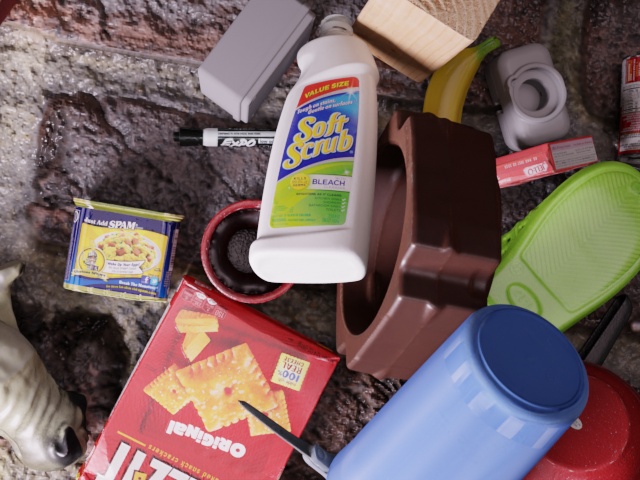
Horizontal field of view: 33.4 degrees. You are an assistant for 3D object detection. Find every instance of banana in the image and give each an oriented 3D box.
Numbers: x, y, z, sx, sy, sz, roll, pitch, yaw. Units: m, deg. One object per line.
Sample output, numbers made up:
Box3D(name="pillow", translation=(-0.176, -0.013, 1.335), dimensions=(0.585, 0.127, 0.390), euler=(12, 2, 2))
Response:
Box3D(name="banana", translation=(0.128, -0.098, 1.026), dimensions=(0.037, 0.070, 0.198), euler=(-1, 97, -46))

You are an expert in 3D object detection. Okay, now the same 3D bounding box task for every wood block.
Box3D(name="wood block", translation=(0.097, -0.216, 0.950), dimensions=(0.090, 0.206, 0.091), euler=(32, 85, -5))

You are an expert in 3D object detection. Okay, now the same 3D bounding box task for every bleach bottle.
Box3D(name="bleach bottle", translation=(-0.001, -0.089, 0.945), dimensions=(0.102, 0.068, 0.251), euler=(0, 65, 9))

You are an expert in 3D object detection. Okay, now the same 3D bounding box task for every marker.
Box3D(name="marker", translation=(-0.080, -0.098, 1.022), dimensions=(0.121, 0.020, 0.020), euler=(0, 89, -6))

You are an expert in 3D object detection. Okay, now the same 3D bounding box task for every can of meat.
Box3D(name="can of meat", translation=(-0.183, 0.010, 0.990), dimensions=(0.102, 0.057, 0.084), euler=(9, 90, -5))

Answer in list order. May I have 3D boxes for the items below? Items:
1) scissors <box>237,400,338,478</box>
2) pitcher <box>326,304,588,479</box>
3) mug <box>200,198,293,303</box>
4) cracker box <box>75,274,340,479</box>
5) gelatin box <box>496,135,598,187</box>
Box3D(name="scissors", translation=(0.004, 0.188, 0.968), dimensions=(0.016, 0.096, 0.201), euler=(-35, 105, 25))
Box3D(name="pitcher", translation=(0.115, 0.157, 0.871), dimensions=(0.144, 0.243, 0.149), euler=(16, 45, -17))
Box3D(name="mug", translation=(-0.056, 0.001, 0.991), dimensions=(0.093, 0.081, 0.117), euler=(41, 85, -4))
Box3D(name="cracker box", translation=(-0.103, 0.162, 0.987), dimensions=(0.164, 0.072, 0.213), euler=(28, 86, -5))
Box3D(name="gelatin box", translation=(0.208, -0.073, 1.008), dimensions=(0.089, 0.073, 0.030), euler=(-15, 90, -48))
